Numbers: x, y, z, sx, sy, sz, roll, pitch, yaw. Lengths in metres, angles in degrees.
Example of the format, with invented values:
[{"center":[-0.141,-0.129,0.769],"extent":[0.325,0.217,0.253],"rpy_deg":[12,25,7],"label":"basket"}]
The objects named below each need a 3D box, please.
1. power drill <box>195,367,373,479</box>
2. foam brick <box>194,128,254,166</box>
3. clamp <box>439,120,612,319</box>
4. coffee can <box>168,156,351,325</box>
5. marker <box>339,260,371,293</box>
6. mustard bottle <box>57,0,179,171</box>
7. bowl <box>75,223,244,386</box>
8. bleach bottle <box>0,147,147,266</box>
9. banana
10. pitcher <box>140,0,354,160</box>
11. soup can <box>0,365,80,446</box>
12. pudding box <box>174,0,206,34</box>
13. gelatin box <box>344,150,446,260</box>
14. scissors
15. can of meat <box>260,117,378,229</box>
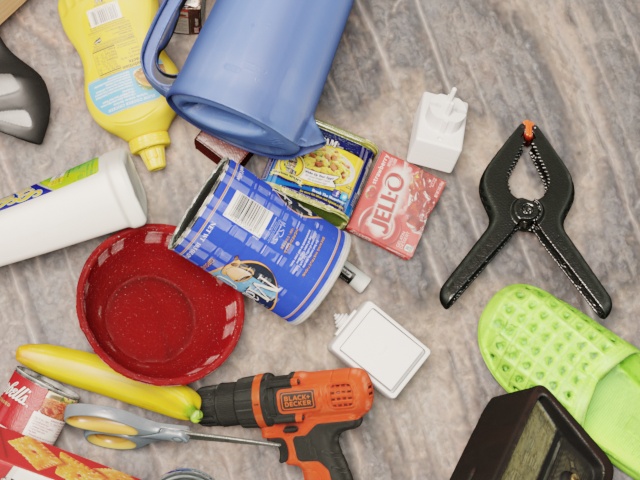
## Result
[{"center":[-0.031,0.218,1.019],"extent":[0.185,0.057,0.187],"rpy_deg":[-8,90,16],"label":"power drill"},{"center":[-0.082,-0.111,1.064],"extent":[0.051,0.053,0.078],"rpy_deg":[38,82,0],"label":"foam brick"},{"center":[0.195,-0.019,1.062],"extent":[0.164,0.036,0.210],"rpy_deg":[-3,69,1],"label":"clamp"},{"center":[-0.057,0.001,1.002],"extent":[0.140,0.103,0.103],"rpy_deg":[32,83,-12],"label":"coffee can"},{"center":[-0.002,0.009,1.074],"extent":[0.121,0.020,0.020],"rpy_deg":[38,83,1],"label":"marker"},{"center":[-0.189,-0.161,1.057],"extent":[0.096,0.058,0.191],"rpy_deg":[-18,86,6],"label":"mustard bottle"},{"center":[-0.157,0.067,1.024],"extent":[0.162,0.055,0.162],"rpy_deg":[8,67,-19],"label":"bowl"},{"center":[-0.292,-0.011,1.010],"extent":[0.251,0.102,0.068],"rpy_deg":[-21,110,-2],"label":"bleach bottle"},{"center":[-0.192,0.134,1.022],"extent":[0.198,0.069,0.037],"rpy_deg":[15,76,13],"label":"banana"},{"center":[-0.047,-0.210,0.987],"extent":[0.149,0.145,0.243],"rpy_deg":[31,77,-43],"label":"pitcher"},{"center":[-0.282,0.179,1.012],"extent":[0.068,0.068,0.102],"rpy_deg":[27,83,-1],"label":"soup can"},{"center":[-0.132,-0.271,1.058],"extent":[0.039,0.090,0.113],"rpy_deg":[2,84,-5],"label":"pudding box"},{"center":[0.075,-0.035,1.079],"extent":[0.073,0.030,0.089],"rpy_deg":[26,83,-1],"label":"gelatin box"},{"center":[-0.143,0.188,1.013],"extent":[0.201,0.096,0.016],"rpy_deg":[13,60,-7],"label":"scissors"},{"center":[-0.005,-0.068,1.056],"extent":[0.102,0.057,0.084],"rpy_deg":[22,74,-2],"label":"can of meat"}]
